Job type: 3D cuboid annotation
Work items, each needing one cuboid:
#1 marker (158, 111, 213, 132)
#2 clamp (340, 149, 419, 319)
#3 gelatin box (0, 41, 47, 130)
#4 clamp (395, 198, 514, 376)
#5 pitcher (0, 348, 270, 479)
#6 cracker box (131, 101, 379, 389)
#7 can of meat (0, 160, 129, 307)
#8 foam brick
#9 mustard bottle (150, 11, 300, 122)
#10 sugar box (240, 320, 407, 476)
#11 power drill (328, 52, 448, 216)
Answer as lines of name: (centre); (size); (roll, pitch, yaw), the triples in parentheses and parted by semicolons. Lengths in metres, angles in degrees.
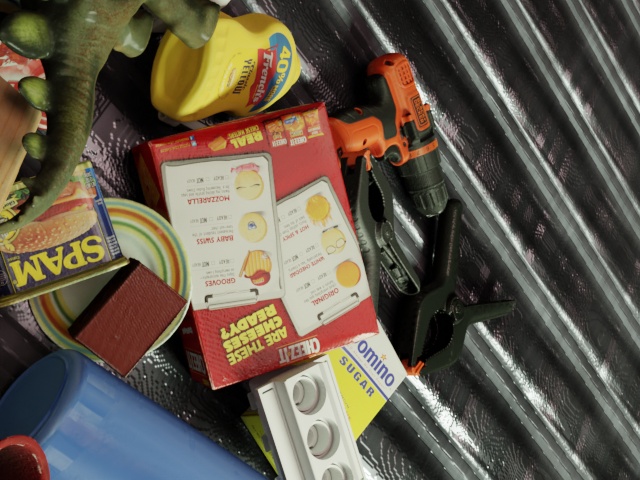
marker: (-0.096, -0.095, 0.976); (0.120, 0.020, 0.020); (26, 66, -41)
clamp: (0.046, 0.002, 1.017); (0.120, 0.039, 0.171); (-51, 126, -55)
gelatin box: (-0.237, -0.124, 0.815); (0.089, 0.030, 0.073); (4, 98, -44)
clamp: (0.136, 0.065, 1.175); (0.209, 0.036, 0.164); (-44, 115, -40)
pitcher: (-0.132, 0.195, 0.808); (0.242, 0.149, 0.145); (43, 54, -28)
cracker box: (-0.056, 0.001, 0.931); (0.164, 0.072, 0.214); (-16, 97, -22)
can of meat: (-0.206, -0.006, 0.802); (0.102, 0.057, 0.084); (-19, 96, -15)
foam brick: (-0.149, 0.058, 0.824); (0.051, 0.053, 0.078); (42, 80, -14)
mustard bottle: (-0.071, -0.157, 0.960); (0.191, 0.058, 0.096); (-16, 132, -61)
sugar box: (0.009, 0.147, 1.025); (0.176, 0.048, 0.093); (-45, 113, -38)
power drill: (0.056, -0.085, 1.106); (0.187, 0.057, 0.184); (-35, 109, -45)
